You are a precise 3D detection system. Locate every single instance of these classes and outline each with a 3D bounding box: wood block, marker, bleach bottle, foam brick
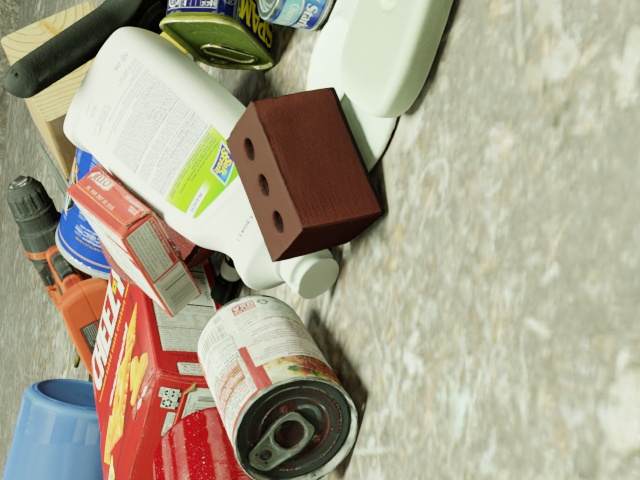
[{"bbox_3d":[-0.235,-0.135,1.040,0.091,0.090,0.206,61,167,9],"label":"wood block"},{"bbox_3d":[-0.055,0.001,0.756,0.020,0.020,0.121,-108,32,-46],"label":"marker"},{"bbox_3d":[-0.074,-0.041,0.688,0.251,0.067,0.103,45,112,38],"label":"bleach bottle"},{"bbox_3d":[-0.010,-0.035,0.582,0.078,0.051,0.053,68,152,13],"label":"foam brick"}]

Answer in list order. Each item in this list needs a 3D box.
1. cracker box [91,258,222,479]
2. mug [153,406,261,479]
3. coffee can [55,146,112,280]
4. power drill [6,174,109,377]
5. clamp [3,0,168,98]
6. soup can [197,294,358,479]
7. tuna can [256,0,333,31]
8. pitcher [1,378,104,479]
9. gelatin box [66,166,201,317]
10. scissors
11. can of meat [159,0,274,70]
[{"bbox_3d":[-0.130,0.106,0.843,0.214,0.072,0.164,-116,39,-54],"label":"cracker box"},{"bbox_3d":[-0.051,0.160,0.630,0.081,0.093,0.117,-114,0,-60],"label":"mug"},{"bbox_3d":[-0.171,-0.049,0.944,0.103,0.102,0.140,-111,35,-49],"label":"coffee can"},{"bbox_3d":[-0.247,0.038,1.062,0.188,0.057,0.184,43,157,54],"label":"power drill"},{"bbox_3d":[-0.138,-0.166,0.774,0.210,0.036,0.164,-52,-9,8],"label":"clamp"},{"bbox_3d":[-0.027,0.081,0.601,0.102,0.068,0.068,-127,48,-60],"label":"soup can"},{"bbox_3d":[-0.014,-0.179,0.677,0.086,0.033,0.086,-173,90,-72],"label":"tuna can"},{"bbox_3d":[-0.248,0.267,1.038,0.145,0.149,0.243,-128,50,-80],"label":"pitcher"},{"bbox_3d":[-0.124,0.000,0.717,0.073,0.030,0.089,36,159,41],"label":"gelatin box"},{"bbox_3d":[-0.240,-0.002,1.102,0.202,0.016,0.096,53,156,20],"label":"scissors"},{"bbox_3d":[-0.065,-0.173,0.737,0.102,0.057,0.084,30,-115,-72],"label":"can of meat"}]
